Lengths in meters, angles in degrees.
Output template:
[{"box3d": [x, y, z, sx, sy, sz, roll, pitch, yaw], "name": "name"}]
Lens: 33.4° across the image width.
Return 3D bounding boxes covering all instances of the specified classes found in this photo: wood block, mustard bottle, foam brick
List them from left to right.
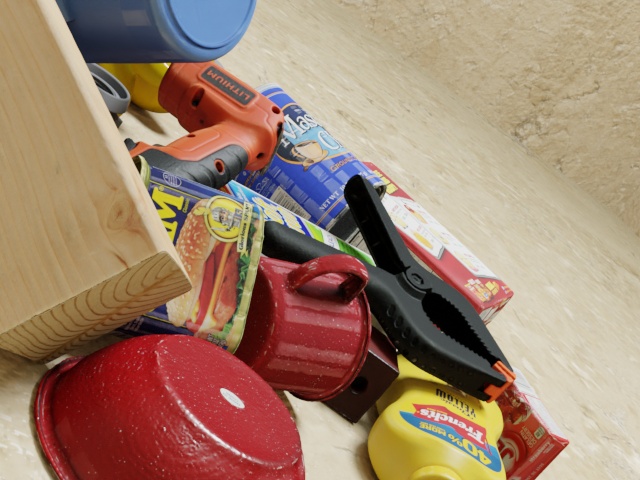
[{"box3d": [-0.153, -0.054, 0.541, 0.206, 0.091, 0.090, 62, -4, 13], "name": "wood block"}, {"box3d": [0.010, 0.080, 0.762, 0.078, 0.053, 0.051, 36, 17, -11], "name": "foam brick"}, {"box3d": [0.080, 0.144, 0.734, 0.096, 0.058, 0.191, 31, 17, -1], "name": "mustard bottle"}]

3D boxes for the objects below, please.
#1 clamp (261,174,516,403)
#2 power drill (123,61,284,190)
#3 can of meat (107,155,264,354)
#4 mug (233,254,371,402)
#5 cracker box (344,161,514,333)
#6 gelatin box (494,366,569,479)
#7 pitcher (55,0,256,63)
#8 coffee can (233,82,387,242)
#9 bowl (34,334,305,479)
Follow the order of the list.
[{"box3d": [0.061, 0.033, 0.797, 0.210, 0.036, 0.164, 40, 31, 4], "name": "clamp"}, {"box3d": [-0.125, -0.066, 0.734, 0.184, 0.057, 0.187, 36, 43, 8], "name": "power drill"}, {"box3d": [-0.085, 0.014, 0.617, 0.083, 0.102, 0.058, 20, -17, -27], "name": "can of meat"}, {"box3d": [-0.020, 0.047, 0.677, 0.081, 0.117, 0.093, 15, 45, -47], "name": "mug"}, {"box3d": [0.083, 0.012, 1.076, 0.214, 0.072, 0.164, 43, 16, 13], "name": "cracker box"}, {"box3d": [0.143, 0.150, 0.833, 0.030, 0.073, 0.089, 27, 21, -35], "name": "gelatin box"}, {"box3d": [-0.172, -0.178, 0.734, 0.243, 0.149, 0.144, 10, -11, 34], "name": "pitcher"}, {"box3d": [-0.025, -0.060, 0.968, 0.140, 0.103, 0.102, 44, 16, 12], "name": "coffee can"}, {"box3d": [-0.062, 0.099, 0.545, 0.162, 0.055, 0.162, 37, 16, -13], "name": "bowl"}]
